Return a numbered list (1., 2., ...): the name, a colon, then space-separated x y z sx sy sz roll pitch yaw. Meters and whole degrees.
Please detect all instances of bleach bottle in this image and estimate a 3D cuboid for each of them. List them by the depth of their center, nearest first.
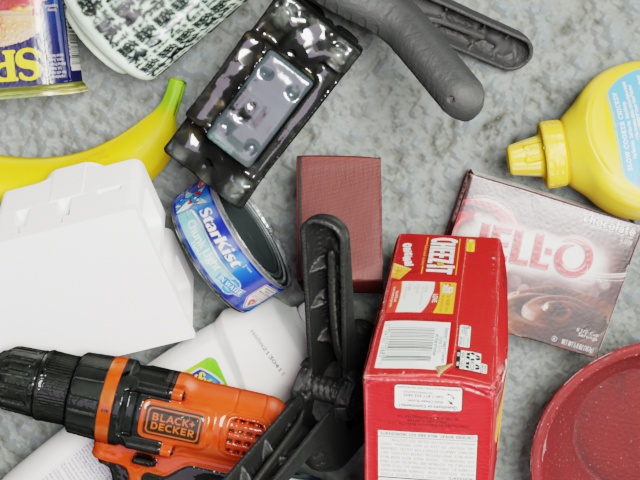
1. bleach bottle: -0.085 0.124 0.697 0.251 0.068 0.102 -36 97 8

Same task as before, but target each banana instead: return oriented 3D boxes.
1. banana: -0.173 -0.049 0.679 0.198 0.037 0.069 -11 84 4

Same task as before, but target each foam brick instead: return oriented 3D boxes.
1. foam brick: 0.013 -0.009 0.654 0.051 0.053 0.078 -1 79 4

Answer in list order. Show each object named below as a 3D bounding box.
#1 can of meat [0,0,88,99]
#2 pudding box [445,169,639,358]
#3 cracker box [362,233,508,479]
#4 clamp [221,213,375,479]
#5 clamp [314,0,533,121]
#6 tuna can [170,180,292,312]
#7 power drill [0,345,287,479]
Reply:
1. can of meat: -0.199 -0.128 0.651 0.102 0.057 0.084 -4 100 4
2. pudding box: 0.133 0.014 0.672 0.113 0.039 0.090 16 103 0
3. cracker box: 0.068 0.125 0.613 0.072 0.164 0.214 2 115 9
4. clamp: 0.000 0.094 0.615 0.036 0.210 0.164 17 74 20
5. clamp: 0.049 -0.139 0.626 0.171 0.120 0.039 44 120 12
6. tuna can: -0.054 0.001 0.656 0.034 0.086 0.086 -32 99 11
7. power drill: -0.124 0.163 0.643 0.184 0.057 0.188 12 97 2
